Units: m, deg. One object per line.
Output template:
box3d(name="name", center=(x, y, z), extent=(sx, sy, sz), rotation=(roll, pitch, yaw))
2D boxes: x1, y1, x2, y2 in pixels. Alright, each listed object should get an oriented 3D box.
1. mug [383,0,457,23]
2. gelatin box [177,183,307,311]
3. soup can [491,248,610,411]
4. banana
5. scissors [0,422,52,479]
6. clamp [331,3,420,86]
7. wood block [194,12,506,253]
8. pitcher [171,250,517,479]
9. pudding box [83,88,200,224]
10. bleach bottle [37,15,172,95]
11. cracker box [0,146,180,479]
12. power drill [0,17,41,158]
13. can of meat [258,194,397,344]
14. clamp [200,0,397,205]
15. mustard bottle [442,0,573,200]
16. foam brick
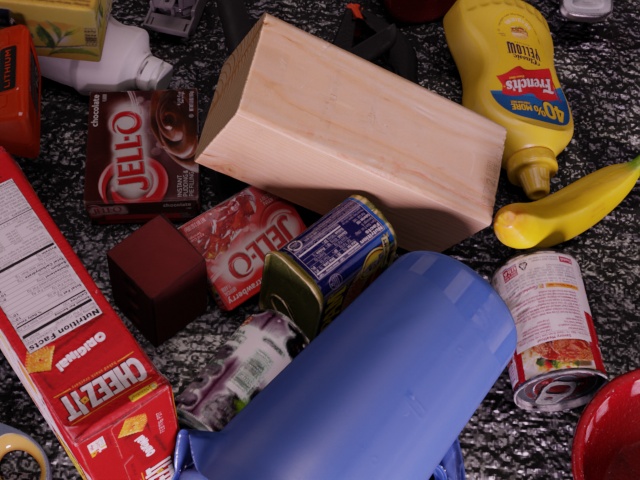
box3d(name="mug", center=(0.096, -0.251, 0.973), extent=(0.117, 0.093, 0.081), rotation=(9, 55, -42))
box3d(name="gelatin box", center=(-0.055, 0.001, 0.814), extent=(0.089, 0.030, 0.073), rotation=(-32, 94, -20))
box3d(name="soup can", center=(0.166, 0.065, 0.782), extent=(0.068, 0.068, 0.102), rotation=(-3, 57, -5))
box3d(name="banana", center=(0.187, -0.027, 0.828), extent=(0.197, 0.070, 0.037), rotation=(-24, 55, -38))
box3d(name="scissors", center=(-0.240, 0.115, 0.760), extent=(0.096, 0.016, 0.202), rotation=(-4, 58, -8))
box3d(name="clamp", center=(0.063, -0.131, 0.917), extent=(0.120, 0.039, 0.171), rotation=(-3, 65, -13))
box3d(name="wood block", center=(0.024, -0.073, 0.798), extent=(0.206, 0.091, 0.090), rotation=(22, 64, -18))
box3d(name="pitcher", center=(0.032, 0.128, 0.711), extent=(0.145, 0.149, 0.242), rotation=(26, 56, 30))
box3d(name="pudding box", center=(-0.143, -0.069, 0.865), extent=(0.090, 0.039, 0.113), rotation=(-2, 58, -4))
box3d(name="bleach bottle", center=(-0.239, -0.195, 0.927), extent=(0.251, 0.068, 0.102), rotation=(26, 61, 10))
box3d(name="cracker box", center=(-0.172, 0.064, 0.708), extent=(0.072, 0.164, 0.214), rotation=(-31, 64, -18))
box3d(name="power drill", center=(-0.305, -0.094, 0.788), extent=(0.187, 0.057, 0.184), rotation=(-4, 58, -6))
box3d(name="can of meat", center=(0.006, 0.025, 0.780), extent=(0.083, 0.102, 0.057), rotation=(-37, 69, -26))
box3d(name="clamp", center=(-0.030, -0.115, 0.866), extent=(0.164, 0.036, 0.210), rotation=(14, 82, -11))
box3d(name="mustard bottle", center=(0.164, -0.118, 0.899), extent=(0.096, 0.058, 0.191), rotation=(10, 56, -26))
box3d(name="foam brick", center=(-0.118, 0.031, 0.782), extent=(0.051, 0.078, 0.053), rotation=(-36, 67, -24))
